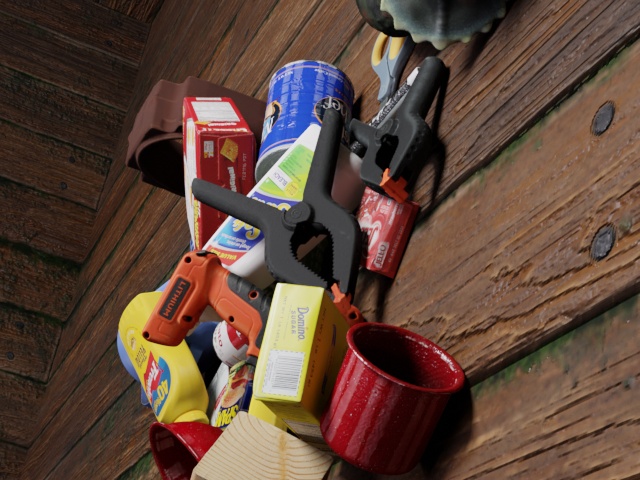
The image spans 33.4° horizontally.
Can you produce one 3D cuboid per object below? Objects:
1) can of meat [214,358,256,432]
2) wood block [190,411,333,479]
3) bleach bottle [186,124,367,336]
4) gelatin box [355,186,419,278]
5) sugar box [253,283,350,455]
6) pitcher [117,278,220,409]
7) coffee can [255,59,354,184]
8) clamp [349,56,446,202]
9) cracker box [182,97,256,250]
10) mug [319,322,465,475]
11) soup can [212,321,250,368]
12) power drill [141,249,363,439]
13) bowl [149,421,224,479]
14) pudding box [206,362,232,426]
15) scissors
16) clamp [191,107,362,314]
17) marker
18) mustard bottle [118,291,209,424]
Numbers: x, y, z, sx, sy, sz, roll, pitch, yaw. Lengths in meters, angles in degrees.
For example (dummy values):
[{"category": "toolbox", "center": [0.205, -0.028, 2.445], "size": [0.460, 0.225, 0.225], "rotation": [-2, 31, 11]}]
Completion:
[{"category": "can of meat", "center": [-0.072, 0.176, 1.143], "size": [0.102, 0.057, 0.084], "rotation": [-34, 37, 62]}, {"category": "wood block", "center": [-0.069, 0.259, 0.886], "size": [0.090, 0.090, 0.206], "rotation": [-46, -22, -57]}, {"category": "bleach bottle", "center": [-0.057, 0.001, 1.091], "size": [0.251, 0.068, 0.103], "rotation": [-47, 46, 0]}, {"category": "gelatin box", "center": [0.055, -0.009, 1.008], "size": [0.073, 0.030, 0.089], "rotation": [-69, 17, 3]}, {"category": "sugar box", "center": [-0.001, 0.110, 0.867], "size": [0.176, 0.048, 0.093], "rotation": [53, -135, -60]}, {"category": "pitcher", "center": [-0.165, 0.111, 1.378], "size": [0.243, 0.144, 0.149], "rotation": [-39, 75, 53]}, {"category": "coffee can", "center": [-0.016, -0.121, 1.218], "size": [0.103, 0.102, 0.140], "rotation": [-50, 26, 47]}, {"category": "clamp", "center": [0.077, -0.103, 0.994], "size": [0.120, 0.039, 0.171], "rotation": [-48, 26, 24]}, {"category": "cracker box", "center": [-0.124, -0.075, 1.295], "size": [0.214, 0.072, 0.164], "rotation": [-123, 32, -69]}, {"category": "mug", "center": [0.048, 0.115, 0.804], "size": [0.117, 0.093, 0.081], "rotation": [-100, 29, -67]}, {"category": "soup can", "center": [-0.075, 0.102, 1.212], "size": [0.102, 0.068, 0.068], "rotation": [137, 148, -56]}, {"category": "power drill", "center": [-0.074, 0.108, 1.022], "size": [0.184, 0.188, 0.057], "rotation": [-61, -13, 1]}, {"category": "bowl", "center": [-0.111, 0.246, 1.103], "size": [0.055, 0.162, 0.162], "rotation": [-29, -2, -28]}, {"category": "pudding box", "center": [-0.109, 0.197, 1.257], "size": [0.113, 0.039, 0.090], "rotation": [-98, 31, -59]}, {"category": "scissors", "center": [0.066, -0.163, 1.161], "size": [0.096, 0.016, 0.202], "rotation": [2, 72, 68]}, {"category": "clamp", "center": [-0.029, -0.017, 1.009], "size": [0.036, 0.164, 0.210], "rotation": [59, -170, -58]}, {"category": "marker", "center": [0.069, -0.127, 1.087], "size": [0.121, 0.020, 0.020], "rotation": [-48, 27, 33]}, {"category": "mustard bottle", "center": [-0.178, 0.160, 1.257], "size": [0.192, 0.058, 0.096], "rotation": [59, 138, 30]}]
